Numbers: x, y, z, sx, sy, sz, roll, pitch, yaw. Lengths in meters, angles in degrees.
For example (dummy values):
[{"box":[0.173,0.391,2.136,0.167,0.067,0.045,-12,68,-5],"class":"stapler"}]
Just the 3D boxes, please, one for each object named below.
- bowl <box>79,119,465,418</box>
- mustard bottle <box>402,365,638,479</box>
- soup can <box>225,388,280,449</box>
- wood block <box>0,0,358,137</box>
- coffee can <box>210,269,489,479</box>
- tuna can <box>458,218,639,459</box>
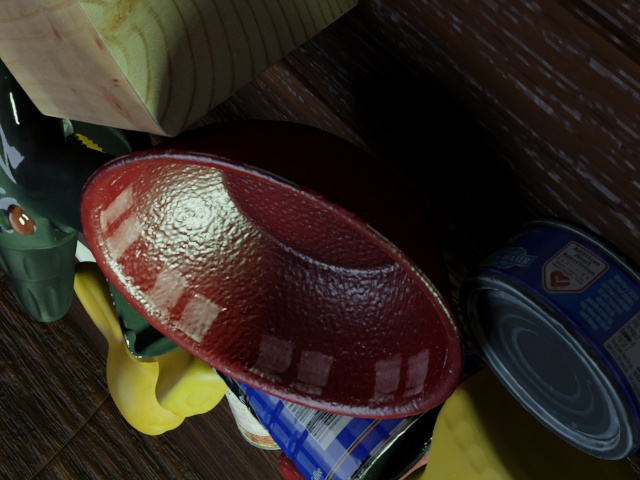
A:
[{"box":[-0.012,0.004,0.423,0.162,0.055,0.162,20,147,13],"class":"bowl"},{"box":[0.076,0.144,0.507,0.096,0.058,0.192,47,145,21],"class":"mustard bottle"},{"box":[-0.046,0.115,0.857,0.069,0.068,0.102,41,160,33],"class":"soup can"},{"box":[-0.085,-0.109,0.449,0.090,0.090,0.206,59,163,-21],"class":"wood block"},{"box":[0.000,0.049,0.530,0.140,0.102,0.103,46,163,20],"class":"coffee can"},{"box":[0.090,0.036,0.382,0.086,0.033,0.086,47,163,19],"class":"tuna can"}]
